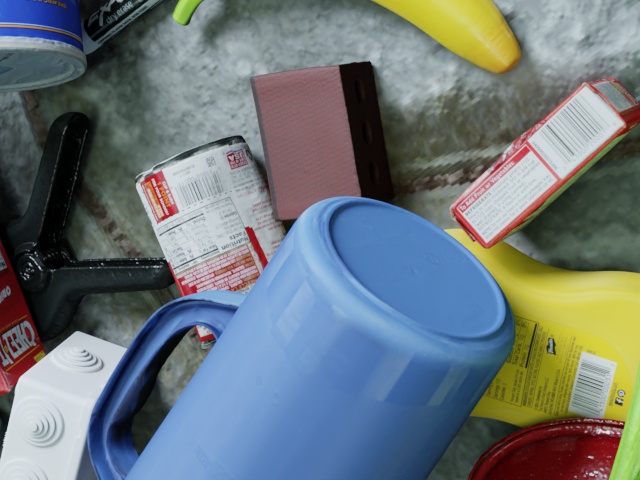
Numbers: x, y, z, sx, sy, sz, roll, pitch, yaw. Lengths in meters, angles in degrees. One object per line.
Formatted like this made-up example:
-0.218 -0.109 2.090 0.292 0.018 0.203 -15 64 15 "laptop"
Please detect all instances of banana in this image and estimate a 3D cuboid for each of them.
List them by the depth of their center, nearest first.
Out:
0.012 -0.136 0.559 0.198 0.037 0.070 13 122 22 "banana"

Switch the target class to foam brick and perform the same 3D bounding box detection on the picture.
0.002 -0.054 0.567 0.051 0.052 0.078 -7 98 24 "foam brick"

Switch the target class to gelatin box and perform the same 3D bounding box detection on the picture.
0.109 -0.038 0.512 0.089 0.073 0.030 -44 80 25 "gelatin box"

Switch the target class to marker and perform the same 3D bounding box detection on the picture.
-0.119 -0.132 0.623 0.121 0.020 0.020 -30 87 25 "marker"

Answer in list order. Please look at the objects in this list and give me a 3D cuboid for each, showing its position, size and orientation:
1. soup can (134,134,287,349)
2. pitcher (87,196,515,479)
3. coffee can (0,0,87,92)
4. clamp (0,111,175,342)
-0.054 0.001 0.593 0.069 0.068 0.102 -23 90 25 "soup can"
-0.021 0.094 0.515 0.149 0.145 0.243 21 120 -17 "pitcher"
-0.187 -0.161 0.589 0.103 0.102 0.140 -7 87 24 "coffee can"
-0.171 0.003 0.661 0.172 0.039 0.120 -28 82 25 "clamp"
